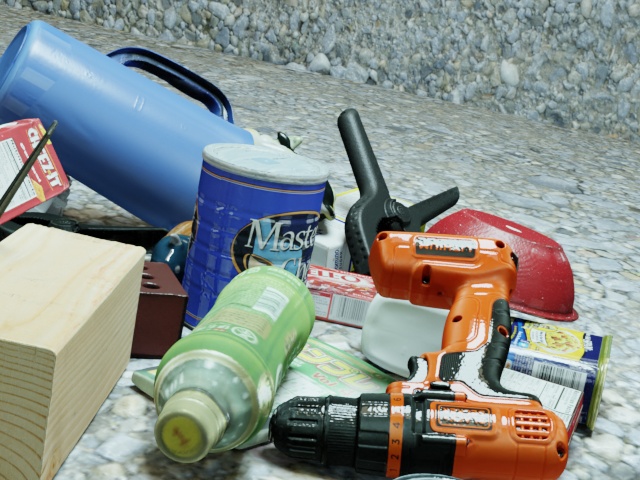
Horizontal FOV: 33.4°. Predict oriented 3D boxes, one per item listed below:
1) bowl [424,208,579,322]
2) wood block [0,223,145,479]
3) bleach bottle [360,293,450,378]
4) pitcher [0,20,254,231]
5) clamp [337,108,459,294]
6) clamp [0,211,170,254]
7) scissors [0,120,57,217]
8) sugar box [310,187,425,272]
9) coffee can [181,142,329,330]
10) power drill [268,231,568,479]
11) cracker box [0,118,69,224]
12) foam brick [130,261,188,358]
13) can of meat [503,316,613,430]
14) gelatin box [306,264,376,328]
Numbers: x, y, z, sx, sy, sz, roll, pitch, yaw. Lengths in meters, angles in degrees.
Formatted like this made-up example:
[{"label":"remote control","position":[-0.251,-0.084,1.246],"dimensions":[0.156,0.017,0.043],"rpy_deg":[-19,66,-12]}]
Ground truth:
[{"label":"bowl","position":[0.156,0.014,0.923],"dimensions":[0.162,0.055,0.162],"rpy_deg":[19,11,-4]},{"label":"wood block","position":[-0.176,0.063,0.645],"dimensions":[0.090,0.091,0.206],"rpy_deg":[12,15,1]},{"label":"bleach bottle","position":[0.109,0.058,0.935],"dimensions":[0.103,0.068,0.250],"rpy_deg":[18,13,12]},{"label":"pitcher","position":[-0.192,-0.112,1.024],"dimensions":[0.242,0.145,0.149],"rpy_deg":[30,12,-26]},{"label":"clamp","position":[0.062,-0.031,1.068],"dimensions":[0.164,0.036,0.209],"rpy_deg":[39,42,-16]},{"label":"clamp","position":[-0.224,0.004,0.939],"dimensions":[0.171,0.039,0.120],"rpy_deg":[5,10,2]},{"label":"scissors","position":[-0.225,0.012,0.665],"dimensions":[0.016,0.202,0.096],"rpy_deg":[38,39,-3]},{"label":"sugar box","position":[0.025,-0.009,1.117],"dimensions":[0.093,0.048,0.175],"rpy_deg":[24,29,34]},{"label":"coffee can","position":[-0.056,0.001,0.867],"dimensions":[0.103,0.140,0.103],"rpy_deg":[10,15,-3]},{"label":"power drill","position":[0.065,0.076,0.709],"dimensions":[0.184,0.057,0.187],"rpy_deg":[5,45,1]},{"label":"cracker box","position":[-0.305,-0.024,0.785],"dimensions":[0.164,0.072,0.213],"rpy_deg":[-18,11,12]},{"label":"foam brick","position":[-0.136,0.050,0.802],"dimensions":[0.052,0.051,0.078],"rpy_deg":[5,16,-23]},{"label":"can of meat","position":[0.180,0.100,0.835],"dimensions":[0.084,0.057,0.102],"rpy_deg":[13,14,15]},{"label":"gelatin box","position":[0.005,0.046,0.959],"dimensions":[0.089,0.030,0.073],"rpy_deg":[12,14,2]}]
